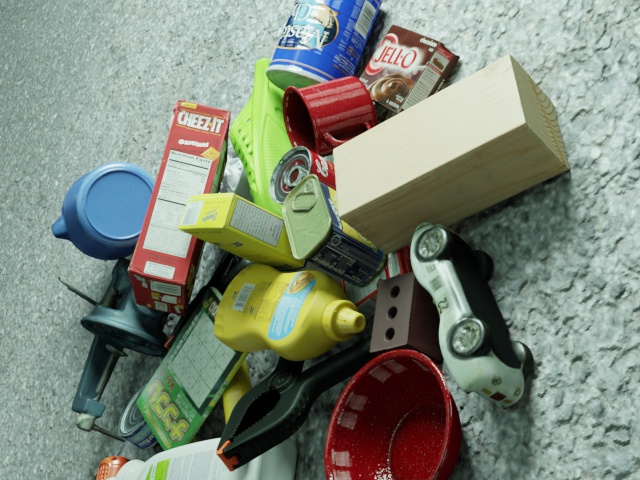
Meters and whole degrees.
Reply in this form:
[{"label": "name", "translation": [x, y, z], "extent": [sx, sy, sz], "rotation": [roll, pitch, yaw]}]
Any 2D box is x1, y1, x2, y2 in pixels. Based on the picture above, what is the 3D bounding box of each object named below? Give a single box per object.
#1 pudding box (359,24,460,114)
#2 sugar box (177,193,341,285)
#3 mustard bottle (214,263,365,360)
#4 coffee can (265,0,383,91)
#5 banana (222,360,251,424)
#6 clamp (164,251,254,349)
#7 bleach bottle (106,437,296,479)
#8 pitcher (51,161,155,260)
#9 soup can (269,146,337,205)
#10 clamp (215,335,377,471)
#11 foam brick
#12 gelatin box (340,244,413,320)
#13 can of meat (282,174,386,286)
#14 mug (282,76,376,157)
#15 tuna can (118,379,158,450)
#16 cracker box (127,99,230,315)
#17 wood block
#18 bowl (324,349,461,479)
[{"label": "pudding box", "translation": [0.096, -0.190, 1.210], "extent": [0.090, 0.039, 0.114], "rotation": [-60, 35, 5]}, {"label": "sugar box", "translation": [-0.058, 0.002, 1.165], "extent": [0.094, 0.176, 0.048], "rotation": [0, 67, 52]}, {"label": "mustard bottle", "translation": [-0.026, 0.076, 1.108], "extent": [0.192, 0.058, 0.096], "rotation": [3, 59, 48]}, {"label": "coffee can", "translation": [0.005, -0.248, 1.307], "extent": [0.103, 0.102, 0.140], "rotation": [9, 76, 54]}, {"label": "banana", "translation": [-0.106, 0.163, 1.250], "extent": [0.198, 0.037, 0.070], "rotation": [-120, 35, -53]}, {"label": "clamp", "translation": [-0.128, 0.071, 1.299], "extent": [0.171, 0.039, 0.120], "rotation": [-58, 11, -1]}, {"label": "bleach bottle", "translation": [-0.145, 0.264, 1.168], "extent": [0.251, 0.068, 0.102], "rotation": [-11, 58, 37]}, {"label": "pitcher", "translation": [-0.268, -0.045, 1.435], "extent": [0.149, 0.145, 0.243], "rotation": [-63, 13, -8]}, {"label": "soup can", "translation": [0.003, -0.053, 1.186], "extent": [0.069, 0.102, 0.068], "rotation": [-30, 47, 38]}, {"label": "clamp", "translation": [-0.023, 0.151, 1.086], "extent": [0.165, 0.036, 0.209], "rotation": [-3, 38, 49]}, {"label": "foam brick", "translation": [0.087, 0.079, 1.040], "extent": [0.053, 0.051, 0.078], "rotation": [-18, 55, 46]}, {"label": "gelatin box", "translation": [0.061, 0.033, 1.121], "extent": [0.089, 0.030, 0.073], "rotation": [-38, 41, 31]}, {"label": "can of meat", "translation": [0.014, -0.009, 1.107], "extent": [0.057, 0.083, 0.102], "rotation": [-46, 36, 23]}, {"label": "mug", "translation": [0.017, -0.135, 1.215], "extent": [0.117, 0.081, 0.093], "rotation": [47, 148, 50]}, {"label": "tuna can", "translation": [-0.213, 0.216, 1.332], "extent": [0.086, 0.033, 0.086], "rotation": [-41, 26, 25]}, {"label": "cracker box", "translation": [-0.164, -0.035, 1.253], "extent": [0.164, 0.072, 0.213], "rotation": [113, 170, -73]}, {"label": "wood block", "translation": [0.122, -0.079, 1.037], "extent": [0.206, 0.090, 0.091], "rotation": [-26, 49, 28]}, {"label": "bowl", "translation": [0.077, 0.185, 0.982], "extent": [0.162, 0.055, 0.162], "rotation": [-30, 47, 38]}]
